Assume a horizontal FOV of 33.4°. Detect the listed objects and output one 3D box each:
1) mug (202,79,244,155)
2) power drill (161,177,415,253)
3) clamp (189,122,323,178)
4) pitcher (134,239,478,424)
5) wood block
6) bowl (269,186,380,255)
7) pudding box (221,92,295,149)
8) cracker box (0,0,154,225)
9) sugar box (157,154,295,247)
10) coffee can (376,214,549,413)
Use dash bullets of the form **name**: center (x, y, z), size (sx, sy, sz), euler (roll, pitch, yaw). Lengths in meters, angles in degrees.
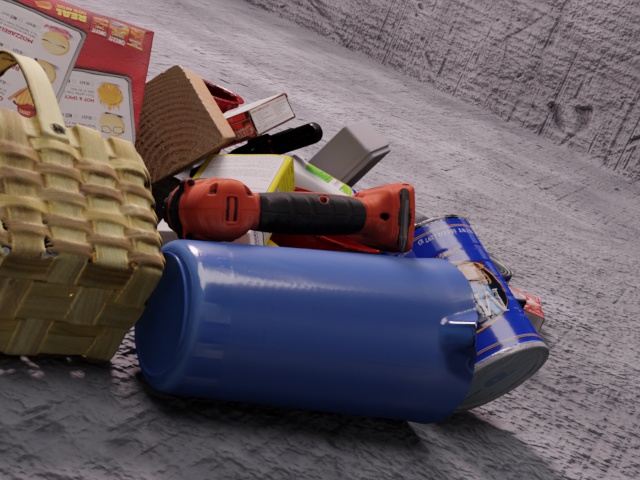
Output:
- **mug**: center (-0.167, -0.164, 1.401), size (0.117, 0.081, 0.093), euler (8, 21, -40)
- **power drill**: center (-0.030, -0.021, 0.873), size (0.187, 0.057, 0.185), euler (1, 3, -18)
- **clamp**: center (-0.063, -0.115, 1.323), size (0.165, 0.036, 0.210), euler (-19, 8, 12)
- **pitcher**: center (-0.016, 0.068, 0.810), size (0.242, 0.149, 0.145), euler (9, 36, -31)
- **wood block**: center (-0.155, -0.125, 1.151), size (0.091, 0.090, 0.206), euler (59, 2, -5)
- **bowl**: center (-0.001, -0.002, 1.148), size (0.162, 0.055, 0.162), euler (21, 16, -7)
- **pudding box**: center (-0.095, -0.143, 1.312), size (0.090, 0.039, 0.113), euler (-15, 14, 28)
- **cracker box**: center (-0.249, -0.115, 0.958), size (0.164, 0.072, 0.213), euler (16, 59, -20)
- **sugar box**: center (-0.088, -0.030, 1.031), size (0.093, 0.048, 0.176), euler (2, 30, 13)
- **coffee can**: center (0.118, 0.063, 0.925), size (0.102, 0.103, 0.140), euler (4, 49, -47)
